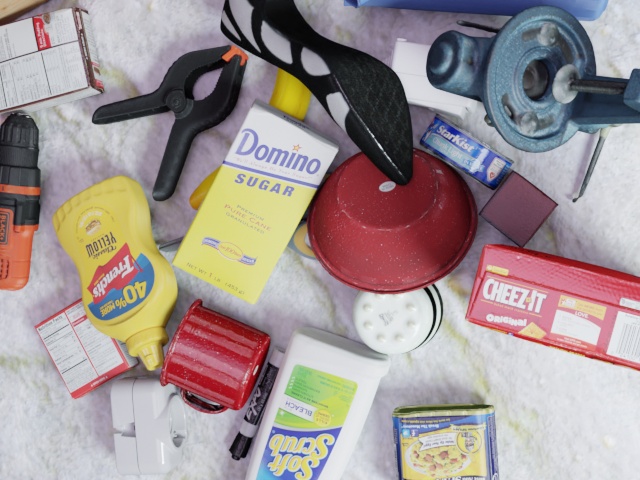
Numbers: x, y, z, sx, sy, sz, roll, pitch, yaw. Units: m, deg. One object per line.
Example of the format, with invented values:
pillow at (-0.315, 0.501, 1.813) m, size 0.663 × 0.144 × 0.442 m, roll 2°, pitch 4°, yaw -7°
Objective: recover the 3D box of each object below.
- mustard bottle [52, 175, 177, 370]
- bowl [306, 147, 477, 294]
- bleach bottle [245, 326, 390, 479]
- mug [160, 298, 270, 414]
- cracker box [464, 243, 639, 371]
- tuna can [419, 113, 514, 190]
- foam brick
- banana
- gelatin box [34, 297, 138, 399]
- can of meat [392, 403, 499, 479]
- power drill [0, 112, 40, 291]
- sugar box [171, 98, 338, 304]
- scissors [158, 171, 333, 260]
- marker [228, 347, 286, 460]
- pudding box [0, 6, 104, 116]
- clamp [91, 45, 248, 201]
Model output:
mustard bottle at (-0.193, 0.038, 1.053) m, size 0.096 × 0.058 × 0.192 m, roll -28°, pitch 72°, yaw 12°
bowl at (0.063, -0.033, 0.983) m, size 0.162 × 0.055 × 0.162 m, roll -4°, pitch 58°, yaw 7°
bleach bottle at (-0.016, 0.217, 1.040) m, size 0.102 × 0.068 × 0.251 m, roll 18°, pitch 97°, yaw 11°
mug at (-0.103, 0.124, 1.047) m, size 0.081 × 0.093 × 0.117 m, roll 22°, pitch 120°, yaw 6°
cracker box at (0.214, 0.053, 0.910) m, size 0.164 × 0.213 × 0.072 m, roll 15°, pitch 92°, yaw 11°
tuna can at (0.135, -0.082, 0.990) m, size 0.086 × 0.086 × 0.034 m, roll 34°, pitch 99°, yaw 9°
foam brick at (0.183, -0.029, 0.985) m, size 0.051 × 0.078 × 0.053 m, roll 38°, pitch 100°, yaw 8°
banana at (-0.060, -0.106, 1.058) m, size 0.070 × 0.037 × 0.198 m, roll 33°, pitch 95°, yaw 39°
gelatin box at (-0.241, 0.107, 1.100) m, size 0.073 × 0.030 × 0.089 m, roll -30°, pitch 85°, yaw 12°
can of meat at (0.119, 0.200, 1.013) m, size 0.102 × 0.057 × 0.084 m, roll -4°, pitch 88°, yaw 11°
power drill at (-0.383, -0.047, 1.112) m, size 0.188 × 0.057 × 0.184 m, roll 7°, pitch 92°, yaw 12°
sugar box at (-0.063, -0.036, 1.022) m, size 0.093 × 0.048 × 0.176 m, roll 26°, pitch 107°, yaw -6°
scissors at (-0.057, 0.001, 1.067) m, size 0.202 × 0.016 × 0.096 m, roll -29°, pitch 85°, yaw 11°
marker at (-0.062, 0.165, 1.069) m, size 0.020 × 0.020 × 0.121 m, roll 25°, pitch 96°, yaw 10°
pudding box at (-0.288, -0.184, 1.100) m, size 0.113 × 0.039 × 0.090 m, roll -12°, pitch 89°, yaw 13°
clamp at (-0.148, -0.138, 1.072) m, size 0.120 × 0.039 × 0.171 m, roll 41°, pitch 94°, yaw 7°
